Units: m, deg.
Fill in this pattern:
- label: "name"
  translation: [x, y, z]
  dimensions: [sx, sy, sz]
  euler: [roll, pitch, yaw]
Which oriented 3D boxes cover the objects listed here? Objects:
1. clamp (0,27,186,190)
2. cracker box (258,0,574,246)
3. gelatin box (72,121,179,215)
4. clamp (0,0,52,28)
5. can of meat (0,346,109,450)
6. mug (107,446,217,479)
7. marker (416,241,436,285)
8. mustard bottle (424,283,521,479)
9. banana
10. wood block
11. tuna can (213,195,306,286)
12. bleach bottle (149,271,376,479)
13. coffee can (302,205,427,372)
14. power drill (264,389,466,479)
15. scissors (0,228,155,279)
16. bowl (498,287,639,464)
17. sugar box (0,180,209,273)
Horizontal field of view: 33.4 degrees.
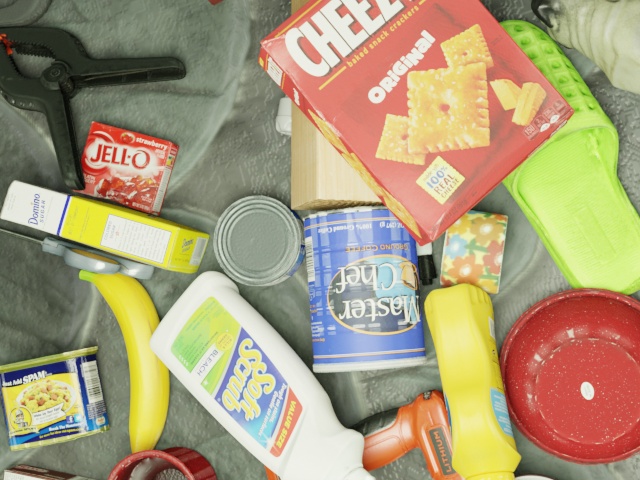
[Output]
- label: "clamp"
  translation: [-0.246, -0.161, 1.058]
  dimensions: [0.210, 0.036, 0.164]
  euler: [40, 76, 24]
- label: "cracker box"
  translation: [0.078, -0.128, 0.883]
  dimensions: [0.164, 0.072, 0.214]
  euler: [-41, 89, -6]
- label: "gelatin box"
  translation: [-0.193, -0.072, 1.055]
  dimensions: [0.089, 0.030, 0.073]
  euler: [16, 89, 12]
- label: "clamp"
  translation: [-0.294, -0.284, 1.087]
  dimensions: [0.171, 0.039, 0.120]
  euler: [-30, 79, 9]
- label: "can of meat"
  translation: [-0.261, 0.154, 1.042]
  dimensions: [0.102, 0.057, 0.084]
  euler: [-12, 86, 12]
- label: "mug"
  translation: [-0.133, 0.237, 0.995]
  dimensions: [0.117, 0.081, 0.093]
  euler: [-3, 85, 12]
- label: "marker"
  translation: [0.092, -0.018, 0.996]
  dimensions: [0.020, 0.020, 0.121]
  euler: [-8, 85, 11]
- label: "mustard bottle"
  translation: [0.134, 0.140, 0.915]
  dimensions: [0.058, 0.096, 0.191]
  euler: [-13, 67, 12]
- label: "banana"
  translation: [-0.179, 0.110, 1.040]
  dimensions: [0.070, 0.037, 0.198]
  euler: [-26, 77, 38]
- label: "wood block"
  translation: [0.026, -0.133, 0.969]
  dimensions: [0.090, 0.090, 0.206]
  euler: [1, 86, -16]
- label: "tuna can"
  translation: [-0.057, 0.001, 1.019]
  dimensions: [0.086, 0.033, 0.086]
  euler: [-1, 86, 12]
- label: "bleach bottle"
  translation: [-0.041, 0.138, 0.951]
  dimensions: [0.251, 0.068, 0.102]
  euler: [39, 90, 30]
- label: "coffee can"
  translation: [0.039, 0.045, 0.961]
  dimensions: [0.103, 0.102, 0.140]
  euler: [-5, 85, 11]
- label: "power drill"
  translation: [0.045, 0.226, 0.970]
  dimensions: [0.188, 0.057, 0.184]
  euler: [-19, 82, 10]
- label: "scissors"
  translation: [-0.261, 0.007, 1.037]
  dimensions: [0.202, 0.096, 0.016]
  euler: [14, 92, 9]
- label: "bowl"
  translation: [0.233, 0.124, 0.924]
  dimensions: [0.162, 0.055, 0.162]
  euler: [2, 97, 13]
- label: "sugar box"
  translation: [-0.204, -0.014, 1.022]
  dimensions: [0.176, 0.093, 0.048]
  euler: [18, 89, 12]
